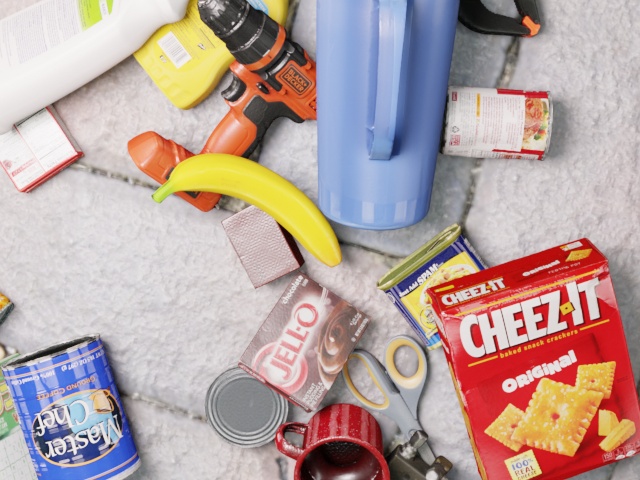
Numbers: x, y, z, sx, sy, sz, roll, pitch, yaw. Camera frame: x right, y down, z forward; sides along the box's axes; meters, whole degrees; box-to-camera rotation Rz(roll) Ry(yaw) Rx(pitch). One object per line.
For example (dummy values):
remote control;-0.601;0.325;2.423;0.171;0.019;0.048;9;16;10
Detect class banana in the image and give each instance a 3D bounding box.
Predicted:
banana;-0.060;-0.037;1.011;0.197;0.037;0.069;20;87;-19

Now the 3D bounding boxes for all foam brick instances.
foam brick;-0.057;0.001;1.065;0.053;0.051;0.078;-26;94;6

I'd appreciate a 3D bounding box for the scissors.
scissors;0.105;0.179;1.089;0.096;0.016;0.202;-43;91;12

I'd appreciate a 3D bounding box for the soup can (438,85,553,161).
soup can;0.168;-0.114;1.031;0.102;0.068;0.068;4;96;4

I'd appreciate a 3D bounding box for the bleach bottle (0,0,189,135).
bleach bottle;-0.220;-0.195;1.009;0.251;0.068;0.102;-22;62;11

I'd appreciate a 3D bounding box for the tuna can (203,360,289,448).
tuna can;-0.074;0.166;1.091;0.086;0.033;0.086;0;96;3

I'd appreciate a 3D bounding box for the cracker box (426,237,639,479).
cracker box;0.210;0.126;1.019;0.164;0.072;0.213;-18;110;-1

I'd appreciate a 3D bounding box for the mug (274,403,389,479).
mug;0.010;0.211;1.058;0.117;0.081;0.093;18;110;-4

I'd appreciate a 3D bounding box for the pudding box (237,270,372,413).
pudding box;-0.016;0.101;1.061;0.090;0.039;0.113;33;74;0

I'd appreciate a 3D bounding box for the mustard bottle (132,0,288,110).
mustard bottle;-0.090;-0.220;1.040;0.192;0.058;0.096;-38;87;7

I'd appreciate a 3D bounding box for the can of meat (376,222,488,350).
can of meat;0.121;0.046;1.056;0.102;0.057;0.084;-37;95;7

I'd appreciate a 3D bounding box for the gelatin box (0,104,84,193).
gelatin box;-0.294;-0.103;1.079;0.073;0.030;0.089;-33;93;5

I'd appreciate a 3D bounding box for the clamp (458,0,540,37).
clamp;0.149;-0.266;1.031;0.171;0.039;0.120;32;104;-3

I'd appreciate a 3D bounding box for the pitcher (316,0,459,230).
pitcher;0.055;-0.133;0.975;0.145;0.148;0.243;23;120;40

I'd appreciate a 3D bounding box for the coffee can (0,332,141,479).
coffee can;-0.249;0.175;1.068;0.103;0.103;0.140;-17;94;5

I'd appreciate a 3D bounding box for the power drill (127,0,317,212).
power drill;-0.094;-0.129;1.012;0.188;0.057;0.184;-43;130;12
